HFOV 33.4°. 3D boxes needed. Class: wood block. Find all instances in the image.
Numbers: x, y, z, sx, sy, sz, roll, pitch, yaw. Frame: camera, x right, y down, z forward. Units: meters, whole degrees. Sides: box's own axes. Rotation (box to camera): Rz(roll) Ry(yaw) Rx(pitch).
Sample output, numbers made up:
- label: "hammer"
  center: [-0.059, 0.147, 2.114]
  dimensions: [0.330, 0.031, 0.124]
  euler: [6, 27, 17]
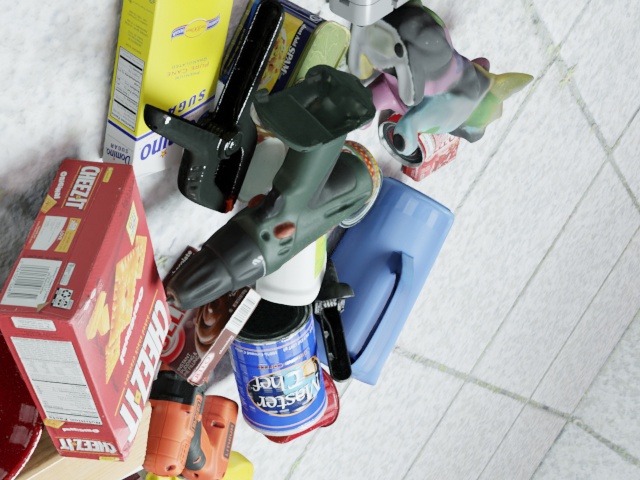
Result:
- label: "wood block"
  center: [-0.266, 0.203, 0.987]
  dimensions: [0.205, 0.090, 0.091]
  euler: [-28, 142, -44]

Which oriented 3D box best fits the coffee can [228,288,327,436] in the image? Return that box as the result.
- label: "coffee can"
  center: [-0.051, 0.137, 1.219]
  dimensions: [0.102, 0.103, 0.140]
  euler: [-36, 133, -34]

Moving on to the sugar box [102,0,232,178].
- label: "sugar box"
  center: [-0.127, -0.142, 0.893]
  dimensions: [0.093, 0.048, 0.176]
  euler: [-27, 139, -45]

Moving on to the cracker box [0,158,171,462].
- label: "cracker box"
  center: [-0.190, 0.063, 0.906]
  dimensions: [0.214, 0.072, 0.164]
  euler: [85, 14, -49]

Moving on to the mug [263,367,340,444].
- label: "mug"
  center: [-0.037, 0.199, 1.369]
  dimensions: [0.081, 0.093, 0.117]
  euler: [-19, 104, -43]

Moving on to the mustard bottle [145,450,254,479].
- label: "mustard bottle"
  center: [-0.155, 0.297, 1.298]
  dimensions: [0.096, 0.058, 0.191]
  euler: [-54, 153, 1]

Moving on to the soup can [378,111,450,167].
- label: "soup can"
  center: [0.127, -0.145, 1.279]
  dimensions: [0.102, 0.069, 0.068]
  euler: [-45, 150, -23]

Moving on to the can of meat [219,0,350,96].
- label: "can of meat"
  center: [-0.035, -0.167, 0.974]
  dimensions: [0.057, 0.084, 0.102]
  euler: [7, 113, -60]

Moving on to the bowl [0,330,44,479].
- label: "bowl"
  center: [-0.302, 0.138, 0.869]
  dimensions: [0.161, 0.055, 0.162]
  euler: [-20, 117, -48]

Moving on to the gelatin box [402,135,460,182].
- label: "gelatin box"
  center: [0.146, -0.125, 1.372]
  dimensions: [0.089, 0.030, 0.073]
  euler: [-32, 143, -40]

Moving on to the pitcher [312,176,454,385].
- label: "pitcher"
  center: [0.068, 0.050, 1.315]
  dimensions: [0.243, 0.149, 0.144]
  euler: [-61, 153, 2]

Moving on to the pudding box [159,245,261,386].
- label: "pudding box"
  center: [-0.127, 0.076, 1.077]
  dimensions: [0.113, 0.090, 0.039]
  euler: [-54, 154, -6]

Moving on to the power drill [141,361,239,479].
- label: "power drill"
  center: [-0.138, 0.180, 1.169]
  dimensions: [0.187, 0.057, 0.184]
  euler: [70, 31, -64]

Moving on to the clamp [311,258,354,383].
- label: "clamp"
  center: [0.010, 0.064, 1.205]
  dimensions: [0.039, 0.171, 0.120]
  euler: [-1, 125, -15]

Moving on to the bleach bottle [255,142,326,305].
- label: "bleach bottle"
  center: [-0.022, -0.064, 1.096]
  dimensions: [0.102, 0.068, 0.251]
  euler: [-69, 166, -58]

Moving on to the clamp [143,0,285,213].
- label: "clamp"
  center: [-0.094, -0.088, 0.912]
  dimensions: [0.164, 0.036, 0.210]
  euler: [-45, 159, -36]
